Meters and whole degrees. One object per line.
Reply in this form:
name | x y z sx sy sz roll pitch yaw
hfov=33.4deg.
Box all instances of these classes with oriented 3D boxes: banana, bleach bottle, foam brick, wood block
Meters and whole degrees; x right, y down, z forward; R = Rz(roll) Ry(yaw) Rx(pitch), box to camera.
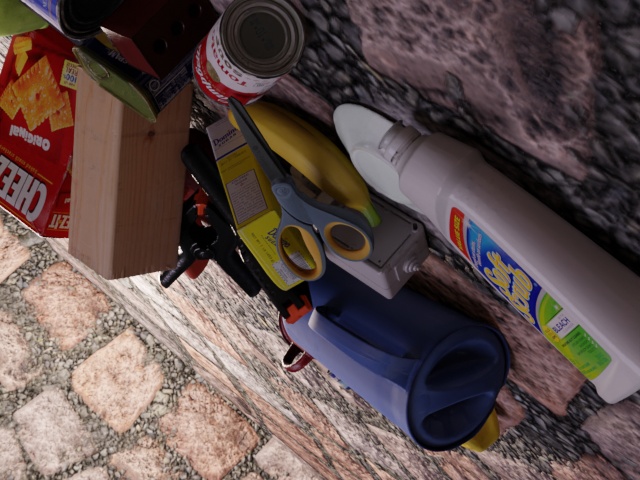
banana | -0.024 -0.082 0.958 0.198 0.037 0.069 41 154 28
bleach bottle | 0.142 0.006 0.770 0.251 0.068 0.102 42 164 11
foam brick | -0.135 -0.184 0.903 0.051 0.078 0.053 27 161 41
wood block | -0.201 -0.074 1.121 0.090 0.090 0.206 27 117 43

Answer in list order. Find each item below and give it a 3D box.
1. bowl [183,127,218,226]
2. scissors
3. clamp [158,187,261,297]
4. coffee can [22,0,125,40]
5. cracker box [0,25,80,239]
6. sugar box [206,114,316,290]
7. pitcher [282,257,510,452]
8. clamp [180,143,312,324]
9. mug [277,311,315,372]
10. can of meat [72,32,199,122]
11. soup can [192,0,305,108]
bowl | -0.138 -0.079 1.229 0.162 0.055 0.162 39 164 13
scissors | -0.010 -0.041 0.889 0.096 0.016 0.202 -2 133 11
clamp | -0.137 0.006 1.198 0.120 0.039 0.171 -4 137 5
coffee can | -0.235 -0.253 0.915 0.140 0.102 0.103 38 164 15
cracker box | -0.308 -0.131 1.217 0.164 0.214 0.072 32 -165 34
sugar box | -0.057 -0.042 1.020 0.093 0.048 0.176 56 -170 -40
pitcher | 0.060 0.101 1.093 0.243 0.144 0.149 29 143 48
clamp | -0.057 0.001 1.111 0.164 0.036 0.210 29 -154 -58
mug | -0.003 0.107 1.263 0.093 0.117 0.082 43 174 -17
can of meat | -0.164 -0.172 0.991 0.102 0.084 0.057 35 163 25
soup can | -0.057 -0.147 0.832 0.068 0.068 0.102 45 164 -9
